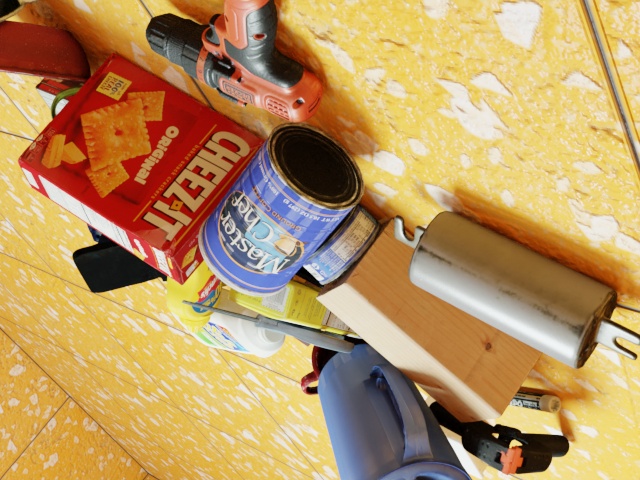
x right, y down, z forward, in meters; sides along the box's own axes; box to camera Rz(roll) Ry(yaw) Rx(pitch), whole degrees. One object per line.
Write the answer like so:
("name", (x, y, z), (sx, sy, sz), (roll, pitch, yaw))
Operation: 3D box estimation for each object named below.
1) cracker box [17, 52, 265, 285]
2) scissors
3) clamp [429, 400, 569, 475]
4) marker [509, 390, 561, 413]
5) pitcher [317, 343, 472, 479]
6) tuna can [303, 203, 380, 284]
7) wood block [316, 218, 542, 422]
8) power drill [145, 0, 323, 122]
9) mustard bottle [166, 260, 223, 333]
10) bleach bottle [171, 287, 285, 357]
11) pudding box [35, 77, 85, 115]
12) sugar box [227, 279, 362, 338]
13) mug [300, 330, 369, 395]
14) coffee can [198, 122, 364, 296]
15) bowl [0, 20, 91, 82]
("cracker box", (-0.183, -0.080, 1.120), (0.214, 0.164, 0.072), (31, 160, 18))
("scissors", (-0.046, 0.096, 1.180), (0.201, 0.016, 0.096), (16, 179, -36))
("clamp", (0.187, 0.213, 1.144), (0.165, 0.036, 0.210), (14, -179, 12))
("marker", (0.220, 0.177, 1.196), (0.020, 0.020, 0.121), (48, 156, -23))
("pitcher", (0.073, 0.212, 1.174), (0.144, 0.149, 0.243), (37, -165, -29))
("tuna can", (0.019, 0.002, 1.073), (0.033, 0.086, 0.086), (44, 158, -10))
("wood block", (0.110, 0.085, 1.089), (0.206, 0.090, 0.090), (41, 158, -6))
("power drill", (-0.087, -0.191, 0.897), (0.185, 0.057, 0.187), (26, 158, 19))
("mustard bottle", (-0.153, 0.041, 1.321), (0.058, 0.096, 0.192), (21, 131, 15))
("bleach bottle", (-0.115, 0.103, 1.404), (0.102, 0.068, 0.251), (48, 161, -18))
("pudding box", (-0.288, -0.151, 1.313), (0.090, 0.039, 0.113), (25, 153, 34))
("sugar box", (-0.011, 0.074, 1.220), (0.093, 0.048, 0.175), (18, -178, 41))
("mug", (0.030, 0.166, 1.351), (0.093, 0.117, 0.081), (62, 177, 30))
("coffee can", (-0.039, -0.028, 1.007), (0.103, 0.102, 0.141), (39, 129, -2))
("bowl", (-0.323, -0.209, 1.169), (0.162, 0.055, 0.162), (8, -173, -1))
